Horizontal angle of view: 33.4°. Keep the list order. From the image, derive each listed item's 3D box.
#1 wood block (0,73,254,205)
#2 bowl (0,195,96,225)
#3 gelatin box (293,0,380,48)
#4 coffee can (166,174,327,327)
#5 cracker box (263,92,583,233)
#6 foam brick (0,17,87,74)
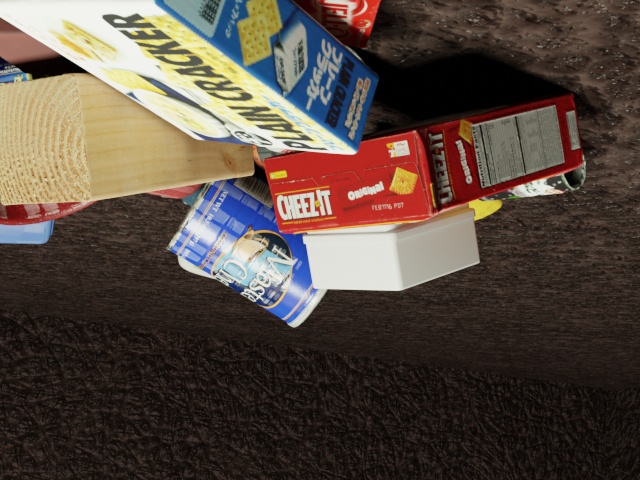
[{"bbox_3d":[-0.149,-0.084,0.842,0.091,0.090,0.205,-2,-173,31],"label":"wood block"},{"bbox_3d":[-0.278,-0.079,1.078,0.162,0.055,0.162,-22,161,-8],"label":"bowl"},{"bbox_3d":[0.001,-0.161,0.715,0.073,0.030,0.089,6,169,-4],"label":"gelatin box"},{"bbox_3d":[-0.056,0.001,0.990,0.140,0.102,0.103,32,163,-8],"label":"coffee can"},{"bbox_3d":[0.088,-0.062,0.871,0.164,0.072,0.213,-7,-172,45],"label":"cracker box"},{"bbox_3d":[-0.205,-0.157,0.767,0.051,0.053,0.078,2,167,16],"label":"foam brick"}]
